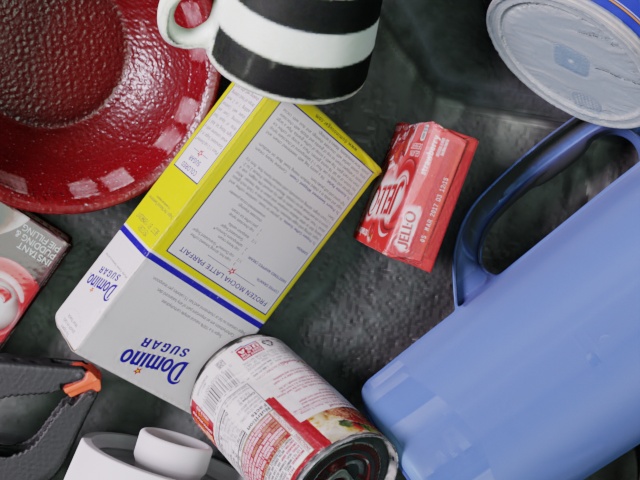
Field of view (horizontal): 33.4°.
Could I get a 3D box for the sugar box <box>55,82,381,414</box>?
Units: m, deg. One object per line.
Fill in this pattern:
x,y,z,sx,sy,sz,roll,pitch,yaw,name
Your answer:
-0.054,0.000,0.579,0.176,0.048,0.093,-50,129,2,sugar box

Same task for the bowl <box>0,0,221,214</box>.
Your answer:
-0.135,-0.097,0.555,0.161,0.055,0.162,-8,109,-24,bowl

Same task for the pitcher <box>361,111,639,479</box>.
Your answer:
0.140,0.048,0.590,0.243,0.149,0.145,-36,125,1,pitcher

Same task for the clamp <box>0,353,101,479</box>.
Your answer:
-0.200,0.105,0.559,0.171,0.039,0.120,-38,109,-8,clamp

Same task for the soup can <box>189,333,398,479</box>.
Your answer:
-0.017,0.102,0.562,0.068,0.102,0.068,-20,127,-29,soup can

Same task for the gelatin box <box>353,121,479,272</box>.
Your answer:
0.050,-0.026,0.582,0.030,0.089,0.073,20,93,-10,gelatin box

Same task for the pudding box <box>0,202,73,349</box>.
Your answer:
-0.206,0.007,0.579,0.113,0.039,0.090,34,92,-9,pudding box
